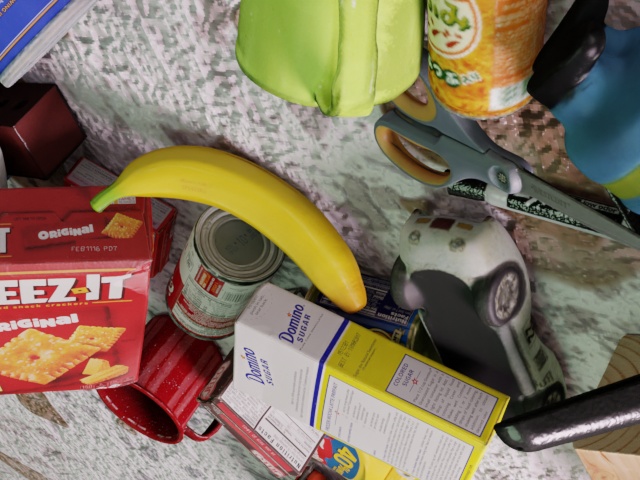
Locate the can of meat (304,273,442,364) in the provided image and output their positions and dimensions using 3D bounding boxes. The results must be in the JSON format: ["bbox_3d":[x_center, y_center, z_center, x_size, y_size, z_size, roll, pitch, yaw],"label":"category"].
[{"bbox_3d":[0.042,0.070,0.747,0.084,0.057,0.102,14,142,26],"label":"can of meat"}]

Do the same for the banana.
[{"bbox_3d":[-0.052,-0.018,0.713,0.198,0.069,0.037,22,-175,8],"label":"banana"}]

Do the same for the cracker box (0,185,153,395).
[{"bbox_3d":[-0.213,0.045,0.798,0.164,0.072,0.214,-3,150,-14],"label":"cracker box"}]

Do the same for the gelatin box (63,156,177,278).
[{"bbox_3d":[-0.158,-0.017,0.837,0.089,0.030,0.073,29,147,5],"label":"gelatin box"}]

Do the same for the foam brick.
[{"bbox_3d":[-0.225,-0.083,0.793,0.078,0.053,0.051,7,138,35],"label":"foam brick"}]

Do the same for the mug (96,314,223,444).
[{"bbox_3d":[-0.131,0.128,0.951,0.117,0.081,0.093,43,147,-12],"label":"mug"}]

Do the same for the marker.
[{"bbox_3d":[0.124,-0.020,0.591,0.121,0.020,0.020,18,144,25],"label":"marker"}]

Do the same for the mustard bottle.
[{"bbox_3d":[0.006,0.151,0.880,0.191,0.058,0.096,31,148,6],"label":"mustard bottle"}]

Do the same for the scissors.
[{"bbox_3d":[0.084,-0.052,0.532,0.202,0.016,0.096,22,140,55],"label":"scissors"}]

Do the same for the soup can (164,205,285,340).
[{"bbox_3d":[-0.070,0.023,0.775,0.068,0.068,0.102,35,147,0],"label":"soup can"}]

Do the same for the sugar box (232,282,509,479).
[{"bbox_3d":[0.028,0.099,0.703,0.176,0.048,0.093,27,146,13],"label":"sugar box"}]

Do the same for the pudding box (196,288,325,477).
[{"bbox_3d":[-0.026,0.106,0.799,0.090,0.113,0.039,47,149,-18],"label":"pudding box"}]
